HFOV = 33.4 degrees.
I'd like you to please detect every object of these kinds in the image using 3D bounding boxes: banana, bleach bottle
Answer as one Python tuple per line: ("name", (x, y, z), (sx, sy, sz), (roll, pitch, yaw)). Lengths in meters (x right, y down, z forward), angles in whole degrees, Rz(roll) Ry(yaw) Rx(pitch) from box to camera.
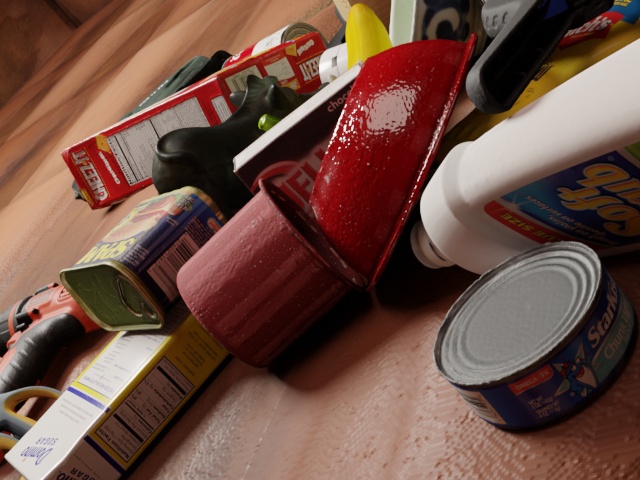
("banana", (0.023, -0.118, 0.794), (0.037, 0.069, 0.197), (-41, 11, 39))
("bleach bottle", (0.136, -0.031, 0.482), (0.251, 0.102, 0.068), (-28, 38, 51))

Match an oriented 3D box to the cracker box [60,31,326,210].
("cracker box", (-0.108, -0.109, 0.990), (0.214, 0.072, 0.163), (-18, 12, 38))

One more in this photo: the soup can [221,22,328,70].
("soup can", (-0.045, -0.172, 1.076), (0.102, 0.068, 0.068), (-17, 31, 48))

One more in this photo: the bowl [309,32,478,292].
("bowl", (0.035, -0.054, 0.620), (0.162, 0.055, 0.162), (27, -96, -89))

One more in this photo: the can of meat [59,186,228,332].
("can of meat", (-0.116, 0.013, 0.727), (0.102, 0.057, 0.083), (-9, 33, 54))

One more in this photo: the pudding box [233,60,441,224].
("pudding box", (0.011, -0.051, 0.716), (0.113, 0.090, 0.039), (-38, 21, 6))

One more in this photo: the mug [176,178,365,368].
("mug", (-0.030, 0.024, 0.663), (0.081, 0.093, 0.117), (-43, -10, 8))

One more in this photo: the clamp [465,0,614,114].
("clamp", (0.127, -0.127, 0.562), (0.164, 0.036, 0.210), (-33, 15, 0))

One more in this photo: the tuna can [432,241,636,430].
("tuna can", (0.094, 0.042, 0.472), (0.086, 0.033, 0.086), (-35, 22, 16))

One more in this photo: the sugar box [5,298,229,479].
("sugar box", (-0.128, 0.100, 0.720), (0.176, 0.048, 0.093), (-51, 23, -17))

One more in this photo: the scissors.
("scissors", (-0.269, 0.138, 0.804), (0.202, 0.016, 0.096), (6, 60, 23))

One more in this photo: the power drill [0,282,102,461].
("power drill", (-0.278, 0.115, 0.928), (0.185, 0.057, 0.187), (-22, 28, 40))
